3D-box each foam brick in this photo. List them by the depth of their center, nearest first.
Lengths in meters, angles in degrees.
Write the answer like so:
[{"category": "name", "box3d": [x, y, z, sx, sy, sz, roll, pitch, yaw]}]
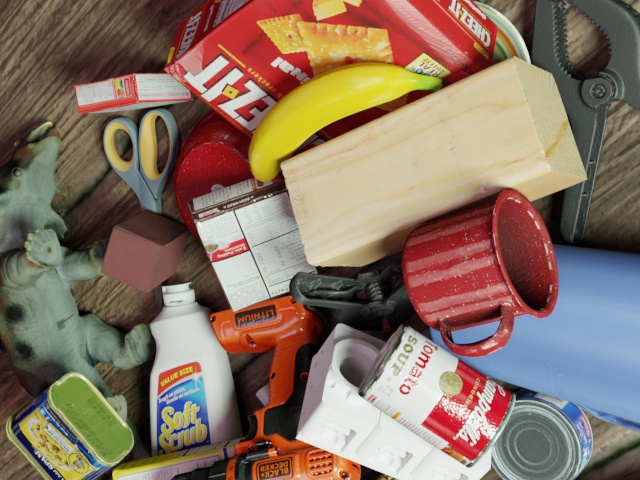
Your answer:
[{"category": "foam brick", "box3d": [-0.168, 0.010, 1.029, 0.053, 0.078, 0.051, 24, 108, 8]}]

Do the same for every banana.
[{"category": "banana", "box3d": [-0.002, -0.094, 0.832, 0.198, 0.037, 0.069, -22, 133, 40]}]

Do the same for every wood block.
[{"category": "wood block", "box3d": [0.085, -0.054, 0.826, 0.206, 0.090, 0.090, -22, 78, 28]}]

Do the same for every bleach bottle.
[{"category": "bleach bottle", "box3d": [-0.131, 0.167, 1.065, 0.103, 0.068, 0.251, -6, 95, 26]}]

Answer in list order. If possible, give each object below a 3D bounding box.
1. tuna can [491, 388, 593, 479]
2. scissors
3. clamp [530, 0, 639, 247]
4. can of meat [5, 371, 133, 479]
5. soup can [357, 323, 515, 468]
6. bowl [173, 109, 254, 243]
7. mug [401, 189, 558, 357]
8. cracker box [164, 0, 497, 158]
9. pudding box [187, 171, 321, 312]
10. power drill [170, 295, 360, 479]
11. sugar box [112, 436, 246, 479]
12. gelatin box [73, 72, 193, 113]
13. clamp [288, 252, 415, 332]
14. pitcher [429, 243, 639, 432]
[{"category": "tuna can", "box3d": [0.183, 0.169, 0.900, 0.086, 0.033, 0.086, 7, 103, 29]}, {"category": "scissors", "box3d": [-0.185, -0.038, 1.079, 0.096, 0.016, 0.202, 19, 109, 25]}, {"category": "clamp", "box3d": [0.214, -0.107, 0.823, 0.165, 0.036, 0.210, -35, 80, 32]}, {"category": "can of meat", "box3d": [-0.238, 0.185, 1.021, 0.102, 0.057, 0.084, 50, 128, -3]}, {"category": "soup can", "box3d": [0.088, 0.118, 0.820, 0.102, 0.068, 0.069, 33, 116, 1]}, {"category": "bowl", "box3d": [-0.082, -0.049, 0.995, 0.162, 0.055, 0.162, 6, 103, 28]}, {"category": "mug", "box3d": [0.111, 0.029, 0.754, 0.082, 0.093, 0.117, -18, 52, 34]}, {"category": "cracker box", "box3d": [0.005, -0.152, 0.847, 0.164, 0.072, 0.214, 38, 137, -27]}, {"category": "pudding box", "box3d": [-0.056, 0.001, 0.947, 0.090, 0.039, 0.113, -20, 128, 0]}, {"category": "power drill", "box3d": [-0.058, 0.152, 0.960, 0.185, 0.057, 0.187, -13, 61, 16]}, {"category": "sugar box", "box3d": [-0.100, 0.240, 1.006, 0.176, 0.048, 0.093, -12, 91, 4]}, {"category": "gelatin box", "box3d": [-0.176, -0.141, 1.010, 0.073, 0.089, 0.030, -5, 97, 30]}, {"category": "clamp", "box3d": [0.053, 0.040, 0.884, 0.120, 0.171, 0.039, -14, 73, 14]}, {"category": "pitcher", "box3d": [0.213, 0.075, 0.818, 0.243, 0.144, 0.149, 11, 93, 31]}]
